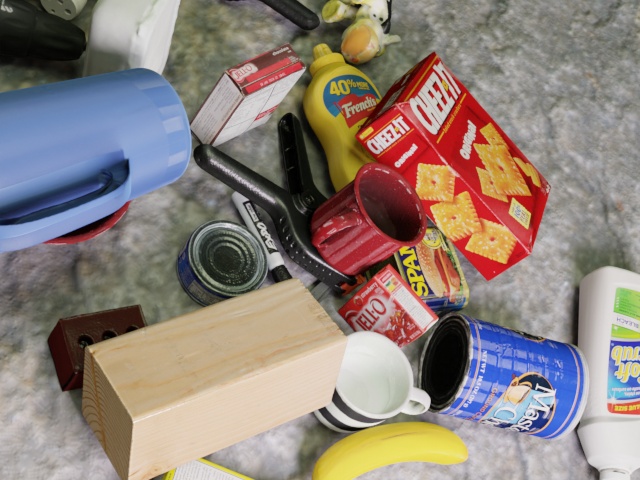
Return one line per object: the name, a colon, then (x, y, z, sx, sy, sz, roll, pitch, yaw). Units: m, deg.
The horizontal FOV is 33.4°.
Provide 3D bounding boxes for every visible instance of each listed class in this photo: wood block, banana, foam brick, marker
wood block: (-0.090, 0.117, 0.918, 0.205, 0.091, 0.090, -18, 50, -31)
banana: (0.067, 0.202, 1.012, 0.197, 0.070, 0.037, -8, 45, -30)
foam brick: (-0.192, 0.095, 0.940, 0.078, 0.051, 0.053, -10, 69, -32)
marker: (-0.057, 0.001, 1.076, 0.020, 0.020, 0.121, -14, 66, -33)

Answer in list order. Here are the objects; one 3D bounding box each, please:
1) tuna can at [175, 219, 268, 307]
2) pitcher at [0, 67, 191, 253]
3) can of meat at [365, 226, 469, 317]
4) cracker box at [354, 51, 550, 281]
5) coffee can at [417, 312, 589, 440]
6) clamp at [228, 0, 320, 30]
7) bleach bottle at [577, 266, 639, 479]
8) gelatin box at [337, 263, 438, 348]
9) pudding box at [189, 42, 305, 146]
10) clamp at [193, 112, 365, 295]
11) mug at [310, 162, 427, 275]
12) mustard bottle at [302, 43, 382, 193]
tuna can: (-0.095, 0.023, 1.042, 0.086, 0.034, 0.086, 13, 59, -22)
pitcher: (-0.225, -0.064, 0.889, 0.242, 0.145, 0.149, -23, 83, -38)
can of meat: (0.100, 0.035, 1.125, 0.083, 0.058, 0.102, -4, 66, -32)
cracker box: (0.153, -0.085, 1.164, 0.213, 0.072, 0.164, 47, 34, -9)
coffee can: (0.185, 0.139, 1.082, 0.140, 0.103, 0.103, 16, 57, -19)
clamp: (-0.077, -0.315, 1.236, 0.171, 0.039, 0.120, 16, 54, -19)
bleach bottle: (0.333, 0.157, 1.177, 0.102, 0.068, 0.250, 20, 59, -17)
gelatin box: (0.065, 0.074, 1.063, 0.073, 0.089, 0.030, 48, 54, 4)
pudding box: (-0.077, -0.147, 1.096, 0.089, 0.114, 0.039, -31, 80, -37)
clamp: (-0.020, -0.040, 1.106, 0.210, 0.036, 0.164, 50, 39, 0)
mug: (0.037, -0.015, 1.047, 0.117, 0.082, 0.093, -18, 76, -48)
mustard bottle: (0.033, -0.134, 1.181, 0.096, 0.058, 0.192, -10, 68, -34)
